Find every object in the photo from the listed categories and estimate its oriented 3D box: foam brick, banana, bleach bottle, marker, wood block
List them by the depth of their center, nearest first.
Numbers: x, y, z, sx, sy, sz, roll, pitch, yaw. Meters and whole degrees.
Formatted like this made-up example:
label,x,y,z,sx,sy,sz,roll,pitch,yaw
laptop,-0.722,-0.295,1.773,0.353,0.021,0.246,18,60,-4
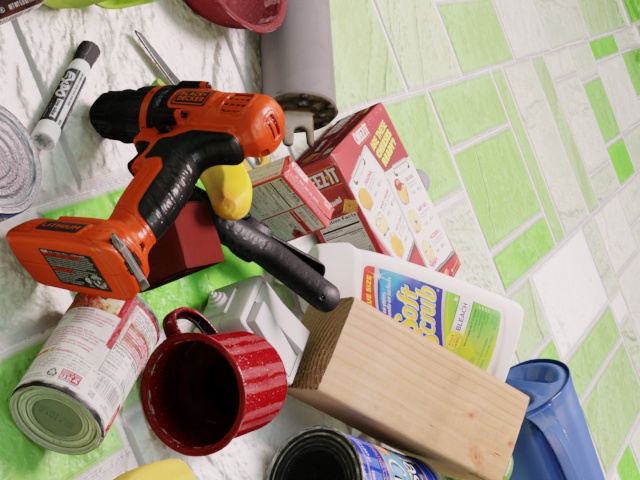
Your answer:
label,x,y,z,sx,sy,sz,roll,pitch,yaw
foam brick,-0.123,0.006,0.826,0.052,0.078,0.051,-8,79,-60
marker,-0.197,-0.117,0.834,0.020,0.020,0.121,49,36,-33
banana,-0.094,-0.065,0.894,0.069,0.037,0.198,28,17,-42
wood block,0.076,0.138,0.974,0.206,0.091,0.090,30,71,-21
bleach bottle,0.071,0.070,1.045,0.250,0.068,0.102,18,88,-18

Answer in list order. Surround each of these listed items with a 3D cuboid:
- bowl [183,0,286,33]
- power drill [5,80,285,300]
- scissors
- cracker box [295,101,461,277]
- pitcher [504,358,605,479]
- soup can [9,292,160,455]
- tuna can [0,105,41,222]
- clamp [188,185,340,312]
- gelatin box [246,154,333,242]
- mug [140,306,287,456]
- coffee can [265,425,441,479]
label,x,y,z,sx,sy,sz,roll,pitch,yaw
bowl,-0.102,-0.269,1.044,0.162,0.055,0.162,35,45,-45
power drill,-0.140,-0.047,0.777,0.187,0.185,0.057,-56,136,-32
scissors,-0.101,-0.120,0.998,0.201,0.016,0.096,61,29,-16
cracker box,0.061,-0.020,1.152,0.213,0.072,0.164,61,31,-14
pitcher,0.275,0.276,1.270,0.149,0.145,0.243,-42,113,-50
soup can,-0.159,0.087,0.729,0.068,0.069,0.102,55,34,-25
tuna can,-0.232,-0.052,0.725,0.086,0.034,0.086,35,45,-45
clamp,-0.056,0.001,0.929,0.171,0.039,0.120,36,-1,-3
gelatin box,-0.044,-0.032,0.965,0.073,0.089,0.030,49,37,-33
mug,-0.084,0.104,0.831,0.117,0.093,0.081,58,23,14
coffee can,0.033,0.226,0.930,0.140,0.103,0.103,30,48,-48
